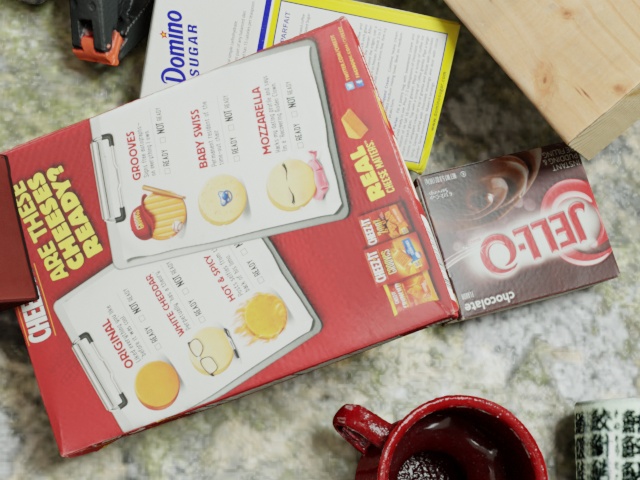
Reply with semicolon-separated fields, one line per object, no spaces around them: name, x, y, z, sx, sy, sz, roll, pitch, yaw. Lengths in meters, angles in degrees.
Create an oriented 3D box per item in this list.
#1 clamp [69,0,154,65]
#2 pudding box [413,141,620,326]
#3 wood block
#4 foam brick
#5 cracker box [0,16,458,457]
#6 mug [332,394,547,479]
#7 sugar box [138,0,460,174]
clamp;-0.110;-0.190;0.622;0.039;0.120;0.171;8;71;33
pudding box;0.116;-0.004;0.653;0.113;0.039;0.090;-14;79;-15
wood block;0.120;-0.157;0.627;0.090;0.090;0.206;-41;75;14
foam brick;-0.183;0.000;0.530;0.051;0.053;0.078;-4;77;-59
cracker box;-0.054;0.001;0.567;0.214;0.072;0.164;-21;80;7
mug;0.056;0.128;0.585;0.117;0.082;0.093;33;72;-2
sugar box;-0.015;-0.101;0.632;0.176;0.048;0.093;11;101;-7
